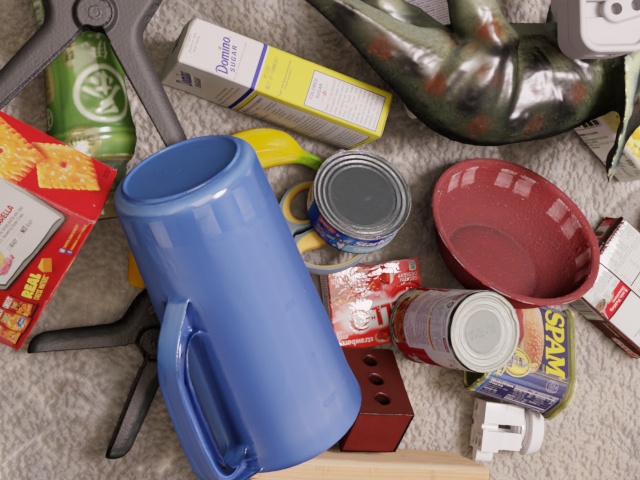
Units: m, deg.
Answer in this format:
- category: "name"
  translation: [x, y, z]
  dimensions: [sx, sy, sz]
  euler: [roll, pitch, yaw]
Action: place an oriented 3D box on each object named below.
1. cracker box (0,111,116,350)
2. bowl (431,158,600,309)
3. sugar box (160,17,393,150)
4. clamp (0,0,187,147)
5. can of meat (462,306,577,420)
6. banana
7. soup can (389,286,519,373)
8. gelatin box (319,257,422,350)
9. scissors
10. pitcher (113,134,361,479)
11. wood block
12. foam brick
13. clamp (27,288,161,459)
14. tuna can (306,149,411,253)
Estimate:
- category: "cracker box"
  translation: [-0.282, -0.030, 0.783]
  dimensions: [0.213, 0.164, 0.072]
  euler: [28, 39, -14]
- category: "bowl"
  translation: [0.162, 0.004, 0.940]
  dimensions: [0.162, 0.055, 0.162]
  euler: [13, 49, -15]
- category: "sugar box"
  translation: [-0.038, -0.127, 0.886]
  dimensions: [0.176, 0.093, 0.048]
  euler: [21, 81, -15]
- category: "clamp"
  translation: [-0.160, -0.162, 0.803]
  dimensions: [0.164, 0.036, 0.210]
  euler: [15, 90, -11]
- category: "can of meat"
  translation: [0.176, 0.098, 0.950]
  dimensions: [0.084, 0.058, 0.102]
  euler: [19, 51, -12]
- category: "banana"
  translation: [-0.092, -0.040, 0.894]
  dimensions: [0.197, 0.037, 0.069]
  euler: [-35, 81, -13]
- category: "soup can"
  translation: [0.111, 0.073, 0.892]
  dimensions: [0.068, 0.102, 0.068]
  euler: [0, 89, -24]
- category: "gelatin box"
  translation: [0.047, 0.055, 0.942]
  dimensions: [0.089, 0.030, 0.073]
  euler: [-6, 92, -16]
- category: "scissors"
  translation: [-0.056, 0.001, 0.904]
  dimensions: [0.201, 0.016, 0.096]
  euler: [-9, 70, -17]
- category: "pitcher"
  translation: [-0.067, 0.054, 0.801]
  dimensions: [0.145, 0.149, 0.243]
  euler: [-24, 119, -7]
- category: "wood block"
  translation: [0.028, 0.225, 0.905]
  dimensions: [0.205, 0.090, 0.091]
  euler: [7, 87, -16]
- category: "foam brick"
  translation: [0.040, 0.135, 0.908]
  dimensions: [0.053, 0.078, 0.051]
  euler: [5, 129, -20]
- category: "clamp"
  translation: [-0.151, 0.081, 0.881]
  dimensions: [0.171, 0.039, 0.120]
  euler: [-46, 106, -18]
- category: "tuna can"
  translation: [0.032, -0.032, 0.909]
  dimensions: [0.086, 0.034, 0.086]
  euler: [6, 63, -12]
